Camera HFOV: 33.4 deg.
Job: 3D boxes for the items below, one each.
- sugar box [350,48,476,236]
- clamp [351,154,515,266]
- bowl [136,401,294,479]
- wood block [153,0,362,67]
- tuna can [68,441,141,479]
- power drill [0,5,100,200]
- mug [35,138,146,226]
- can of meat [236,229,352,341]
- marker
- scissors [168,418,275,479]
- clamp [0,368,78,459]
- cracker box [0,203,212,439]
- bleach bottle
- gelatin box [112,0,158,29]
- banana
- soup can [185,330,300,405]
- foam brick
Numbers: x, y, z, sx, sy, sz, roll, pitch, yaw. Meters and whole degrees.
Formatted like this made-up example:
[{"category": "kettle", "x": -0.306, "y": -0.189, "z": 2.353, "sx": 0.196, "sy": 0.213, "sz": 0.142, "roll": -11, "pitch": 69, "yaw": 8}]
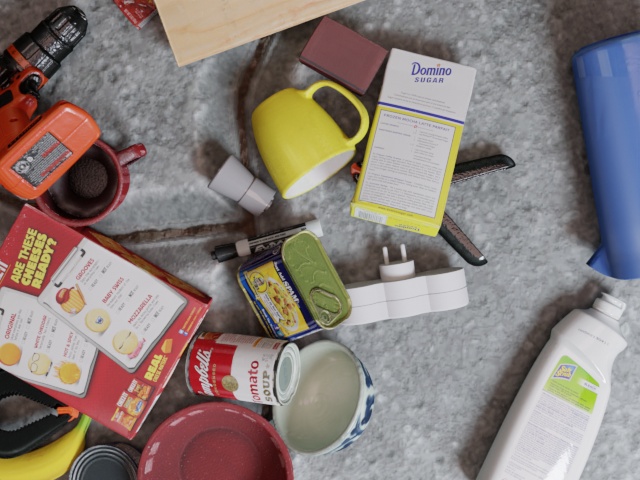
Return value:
[{"category": "sugar box", "x": 0.095, "y": -0.101, "z": 1.090, "sx": 0.093, "sy": 0.048, "sz": 0.176, "roll": 15, "pitch": 74, "yaw": 3}, {"category": "clamp", "x": 0.113, "y": -0.041, "z": 1.120, "sx": 0.171, "sy": 0.039, "sz": 0.120, "roll": 8, "pitch": 79, "yaw": 5}, {"category": "bowl", "x": -0.108, "y": 0.244, "z": 1.117, "sx": 0.162, "sy": 0.055, "sz": 0.162, "roll": 0, "pitch": 91, "yaw": 0}, {"category": "wood block", "x": -0.061, "y": -0.252, "z": 1.066, "sx": 0.206, "sy": 0.091, "sz": 0.090, "roll": -20, "pitch": 105, "yaw": -4}, {"category": "tuna can", "x": -0.222, "y": 0.258, "z": 1.134, "sx": 0.086, "sy": 0.033, "sz": 0.086, "roll": -1, "pitch": 88, "yaw": 17}, {"category": "power drill", "x": -0.281, "y": -0.137, "z": 1.053, "sx": 0.184, "sy": 0.188, "sz": 0.057, "roll": -45, "pitch": 132, "yaw": 4}, {"category": "mug", "x": -0.232, "y": -0.069, "z": 1.098, "sx": 0.117, "sy": 0.081, "sz": 0.093, "roll": -30, "pitch": 94, "yaw": 2}, {"category": "can of meat", "x": -0.029, "y": 0.051, "z": 1.101, "sx": 0.084, "sy": 0.057, "sz": 0.102, "roll": -25, "pitch": 94, "yaw": 45}, {"category": "marker", "x": -0.057, "y": 0.001, "z": 1.135, "sx": 0.121, "sy": 0.020, "sz": 0.020, "roll": -15, "pitch": 94, "yaw": 1}, {"category": "scissors", "x": -0.133, "y": 0.238, "z": 1.154, "sx": 0.096, "sy": 0.016, "sz": 0.202, "roll": 38, "pitch": 93, "yaw": -3}, {"category": "clamp", "x": -0.364, "y": 0.173, "z": 1.126, "sx": 0.210, "sy": 0.036, "sz": 0.164, "roll": -8, "pitch": 77, "yaw": -3}, {"category": "cracker box", "x": -0.245, "y": 0.081, "z": 1.115, "sx": 0.213, "sy": 0.072, "sz": 0.164, "roll": 29, "pitch": 93, "yaw": -1}, {"category": "bleach bottle", "x": 0.260, "y": 0.176, "z": 1.127, "sx": 0.102, "sy": 0.068, "sz": 0.251, "roll": 27, "pitch": 91, "yaw": -2}, {"category": "gelatin box", "x": -0.193, "y": -0.277, "z": 1.109, "sx": 0.073, "sy": 0.030, "sz": 0.089, "roll": -41, "pitch": 94, "yaw": 2}, {"category": "banana", "x": -0.337, "y": 0.234, "z": 1.146, "sx": 0.197, "sy": 0.037, "sz": 0.069, "roll": -9, "pitch": 68, "yaw": -2}, {"category": "soup can", "x": -0.079, "y": 0.132, "z": 1.104, "sx": 0.102, "sy": 0.068, "sz": 0.068, "roll": 5, "pitch": 94, "yaw": 21}, {"category": "foam brick", "x": 0.023, "y": -0.190, "z": 1.105, "sx": 0.078, "sy": 0.053, "sz": 0.051, "roll": 29, "pitch": 94, "yaw": -3}]
